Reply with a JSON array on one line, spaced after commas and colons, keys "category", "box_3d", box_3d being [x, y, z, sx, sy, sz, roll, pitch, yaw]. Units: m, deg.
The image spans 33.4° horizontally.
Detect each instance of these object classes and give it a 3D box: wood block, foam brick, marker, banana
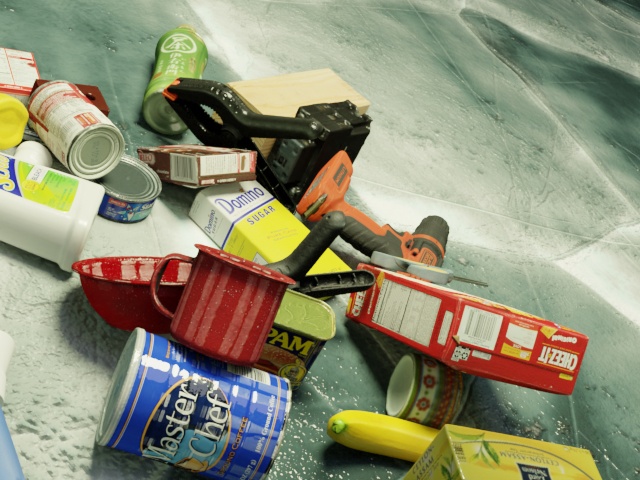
[{"category": "wood block", "box_3d": [-0.041, -0.157, 1.394, 0.090, 0.091, 0.205, 43, 35, 22]}, {"category": "foam brick", "box_3d": [-0.292, -0.147, 1.225, 0.078, 0.051, 0.053, 2, 41, -36]}, {"category": "marker", "box_3d": [-0.298, -0.106, 1.194, 0.121, 0.020, 0.020, 16, 35, -19]}, {"category": "banana", "box_3d": [0.079, 0.197, 1.034, 0.197, 0.037, 0.070, 17, 6, -27]}]

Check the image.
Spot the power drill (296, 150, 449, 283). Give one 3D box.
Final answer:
[{"category": "power drill", "box_3d": [0.072, -0.021, 1.288, 0.187, 0.057, 0.184, 40, 35, -7]}]

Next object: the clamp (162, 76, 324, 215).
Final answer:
[{"category": "clamp", "box_3d": [-0.095, -0.120, 1.260, 0.210, 0.165, 0.036, 30, 51, 15]}]

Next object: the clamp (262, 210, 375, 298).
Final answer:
[{"category": "clamp", "box_3d": [-0.024, 0.048, 1.100, 0.120, 0.171, 0.039, 51, 11, -41]}]

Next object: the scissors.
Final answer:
[{"category": "scissors", "box_3d": [0.147, 0.042, 1.209, 0.201, 0.016, 0.096, 14, 4, -33]}]

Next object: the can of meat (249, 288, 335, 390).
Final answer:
[{"category": "can of meat", "box_3d": [-0.048, 0.094, 1.048, 0.102, 0.084, 0.057, 20, 34, -14]}]

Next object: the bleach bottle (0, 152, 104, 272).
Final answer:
[{"category": "bleach bottle", "box_3d": [-0.345, -0.054, 1.047, 0.250, 0.068, 0.102, 20, 31, -11]}]

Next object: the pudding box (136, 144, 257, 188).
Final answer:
[{"category": "pudding box", "box_3d": [-0.142, -0.088, 1.224, 0.114, 0.039, 0.089, 14, 17, 43]}]

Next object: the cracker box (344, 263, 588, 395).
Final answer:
[{"category": "cracker box", "box_3d": [0.146, 0.091, 1.120, 0.164, 0.072, 0.214, 17, 1, -26]}]

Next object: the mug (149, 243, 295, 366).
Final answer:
[{"category": "mug", "box_3d": [-0.090, 0.052, 0.911, 0.117, 0.081, 0.093, 21, 1, -4]}]

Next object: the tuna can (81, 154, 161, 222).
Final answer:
[{"category": "tuna can", "box_3d": [-0.221, -0.059, 1.174, 0.086, 0.034, 0.086, 20, 33, -14]}]

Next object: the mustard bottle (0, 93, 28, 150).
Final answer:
[{"category": "mustard bottle", "box_3d": [-0.408, -0.149, 1.109, 0.192, 0.058, 0.096, 19, 5, 9]}]

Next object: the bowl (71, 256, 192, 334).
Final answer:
[{"category": "bowl", "box_3d": [-0.155, 0.052, 1.012, 0.162, 0.055, 0.162, 4, 7, -1]}]

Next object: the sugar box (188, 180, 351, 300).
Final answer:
[{"category": "sugar box", "box_3d": [-0.058, 0.001, 1.205, 0.176, 0.048, 0.093, 45, 36, 21]}]

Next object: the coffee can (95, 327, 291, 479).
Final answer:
[{"category": "coffee can", "box_3d": [-0.109, 0.145, 0.914, 0.140, 0.103, 0.103, 21, 33, -14]}]

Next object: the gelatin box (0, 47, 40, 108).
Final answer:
[{"category": "gelatin box", "box_3d": [-0.368, -0.191, 1.247, 0.073, 0.030, 0.089, 4, 40, -31]}]

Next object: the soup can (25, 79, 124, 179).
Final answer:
[{"category": "soup can", "box_3d": [-0.262, -0.118, 1.138, 0.068, 0.069, 0.102, -6, 36, -42]}]
